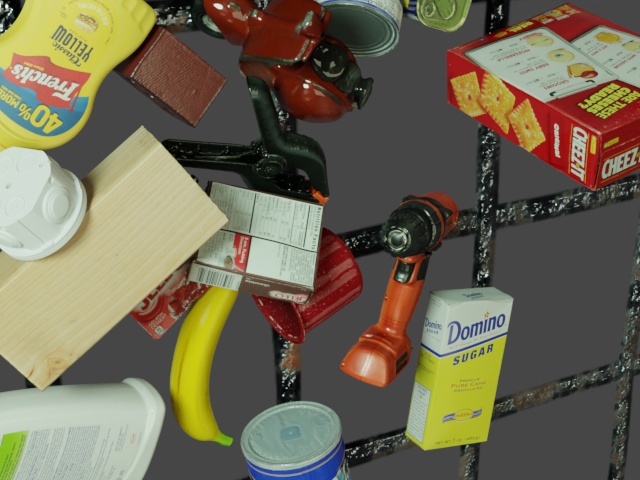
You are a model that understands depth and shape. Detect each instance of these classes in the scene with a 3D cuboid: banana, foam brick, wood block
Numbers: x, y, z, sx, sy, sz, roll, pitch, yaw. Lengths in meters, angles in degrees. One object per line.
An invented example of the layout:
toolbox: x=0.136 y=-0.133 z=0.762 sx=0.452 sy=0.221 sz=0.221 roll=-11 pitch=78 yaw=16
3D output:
banana: x=-0.112 y=0.115 z=1.028 sx=0.069 sy=0.037 sz=0.198 roll=-14 pitch=118 yaw=-46
foam brick: x=-0.129 y=-0.142 z=0.904 sx=0.078 sy=0.053 sz=0.051 roll=37 pitch=87 yaw=-35
wood block: x=-0.188 y=0.012 z=0.887 sx=0.206 sy=0.090 sz=0.090 roll=-43 pitch=115 yaw=-3

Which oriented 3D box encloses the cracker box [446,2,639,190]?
cracker box: x=0.251 y=-0.145 z=1.035 sx=0.164 sy=0.214 sz=0.072 roll=-24 pitch=131 yaw=-23

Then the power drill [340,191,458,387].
power drill: x=0.078 y=0.047 z=1.054 sx=0.184 sy=0.057 sz=0.188 roll=-26 pitch=137 yaw=-68

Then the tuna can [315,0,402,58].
tuna can: x=0.031 y=-0.201 z=0.958 sx=0.086 sy=0.086 sz=0.033 roll=27 pitch=63 yaw=-36

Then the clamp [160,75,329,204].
clamp: x=-0.045 y=-0.084 z=0.963 sx=0.171 sy=0.039 sz=0.120 roll=19 pitch=140 yaw=-39

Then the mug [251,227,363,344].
mug: x=-0.020 y=0.029 z=1.025 sx=0.081 sy=0.093 sz=0.117 roll=-33 pitch=86 yaw=-22

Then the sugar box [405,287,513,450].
sugar box: x=0.155 y=0.142 z=1.194 sx=0.093 sy=0.048 sz=0.176 roll=-3 pitch=111 yaw=-31

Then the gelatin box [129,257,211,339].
gelatin box: x=-0.145 y=0.035 z=0.977 sx=0.089 sy=0.030 sz=0.073 roll=-45 pitch=125 yaw=-9

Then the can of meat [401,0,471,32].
can of meat: x=0.098 y=-0.250 z=0.982 sx=0.057 sy=0.084 sz=0.102 roll=8 pitch=104 yaw=-34

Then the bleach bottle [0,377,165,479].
bleach bottle: x=-0.260 y=0.167 z=0.913 sx=0.250 sy=0.068 sz=0.102 roll=9 pitch=105 yaw=-43

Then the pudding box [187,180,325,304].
pudding box: x=-0.056 y=0.001 z=0.961 sx=0.113 sy=0.039 sz=0.090 roll=13 pitch=59 yaw=-9

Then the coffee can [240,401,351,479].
coffee can: x=-0.018 y=0.252 z=1.095 sx=0.102 sy=0.103 sz=0.140 roll=-23 pitch=119 yaw=-22

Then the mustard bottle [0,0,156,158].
mustard bottle: x=-0.221 y=-0.131 z=0.849 sx=0.096 sy=0.058 sz=0.191 roll=35 pitch=89 yaw=-29
